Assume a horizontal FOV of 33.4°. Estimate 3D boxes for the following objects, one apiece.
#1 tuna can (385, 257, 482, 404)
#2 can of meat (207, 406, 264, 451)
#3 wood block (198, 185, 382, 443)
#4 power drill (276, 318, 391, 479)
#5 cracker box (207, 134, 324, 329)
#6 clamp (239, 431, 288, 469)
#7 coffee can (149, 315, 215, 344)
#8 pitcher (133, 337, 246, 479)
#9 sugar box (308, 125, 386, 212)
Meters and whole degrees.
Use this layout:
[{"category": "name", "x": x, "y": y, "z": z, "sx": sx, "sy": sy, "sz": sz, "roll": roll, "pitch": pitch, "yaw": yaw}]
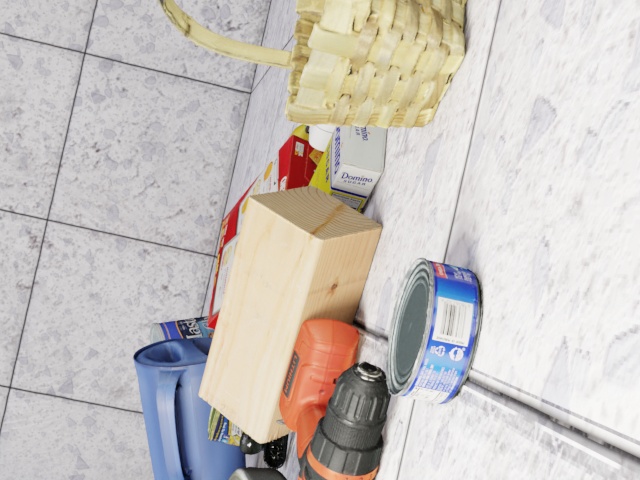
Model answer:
[{"category": "tuna can", "x": 0.068, "y": 0.055, "z": 0.648, "sx": 0.086, "sy": 0.033, "sz": 0.086, "roll": -168, "pitch": 90, "yaw": -81}, {"category": "can of meat", "x": -0.079, "y": 0.193, "z": 1.218, "sx": 0.057, "sy": 0.084, "sz": 0.102, "roll": -89, "pitch": 14, "yaw": -51}, {"category": "wood block", "x": -0.029, "y": 0.066, "z": 0.965, "sx": 0.090, "sy": 0.090, "sz": 0.206, "roll": -12, "pitch": -54, "yaw": -49}, {"category": "power drill", "x": 0.008, "y": 0.138, "z": 0.834, "sx": 0.187, "sy": 0.057, "sz": 0.184, "roll": -96, "pitch": 20, "yaw": -64}, {"category": "cracker box", "x": -0.058, "y": 0.002, "z": 1.285, "sx": 0.214, "sy": 0.072, "sz": 0.164, "roll": -45, "pitch": 32, "yaw": 50}, {"category": "clamp", "x": -0.045, "y": 0.156, "z": 1.122, "sx": 0.120, "sy": 0.039, "sz": 0.171, "roll": 52, "pitch": -132, "yaw": -78}, {"category": "coffee can", "x": -0.174, "y": 0.164, "z": 1.587, "sx": 0.103, "sy": 0.140, "sz": 0.103, "roll": 173, "pitch": 90, "yaw": -70}, {"category": "pitcher", "x": -0.156, "y": 0.248, "z": 1.318, "sx": 0.145, "sy": 0.148, "sz": 0.243, "roll": 8, "pitch": 107, "yaw": 52}, {"category": "sugar box", "x": 0.020, "y": -0.058, "z": 1.073, "sx": 0.176, "sy": 0.048, "sz": 0.093, "roll": 113, "pitch": 167, "yaw": -54}]
